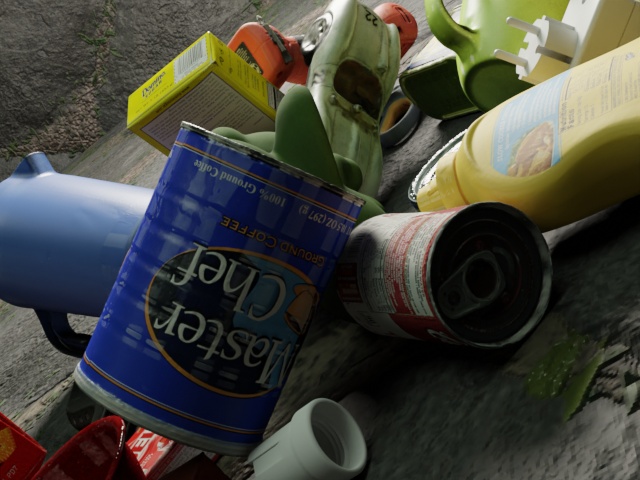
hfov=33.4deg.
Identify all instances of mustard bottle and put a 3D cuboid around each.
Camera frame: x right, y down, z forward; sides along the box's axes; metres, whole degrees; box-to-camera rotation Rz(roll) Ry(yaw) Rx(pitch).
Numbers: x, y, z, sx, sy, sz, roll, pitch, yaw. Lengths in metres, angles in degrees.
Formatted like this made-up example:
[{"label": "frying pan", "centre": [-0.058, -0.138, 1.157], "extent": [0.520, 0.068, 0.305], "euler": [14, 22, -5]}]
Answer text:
[{"label": "mustard bottle", "centre": [0.130, -0.050, 0.530], "extent": [0.192, 0.058, 0.096], "euler": [-23, 33, 34]}]

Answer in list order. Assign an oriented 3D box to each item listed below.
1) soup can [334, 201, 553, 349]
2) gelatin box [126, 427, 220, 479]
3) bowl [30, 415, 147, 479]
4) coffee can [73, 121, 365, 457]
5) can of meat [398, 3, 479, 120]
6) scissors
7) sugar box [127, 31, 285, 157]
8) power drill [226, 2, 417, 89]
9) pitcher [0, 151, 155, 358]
[{"label": "soup can", "centre": [0.058, 0.017, 0.533], "extent": [0.068, 0.068, 0.102], "euler": [-47, 17, -19]}, {"label": "gelatin box", "centre": [-0.088, 0.123, 0.656], "extent": [0.089, 0.030, 0.073], "euler": [-49, 18, -25]}, {"label": "bowl", "centre": [-0.137, 0.175, 0.567], "extent": [0.162, 0.055, 0.162], "euler": [-44, 17, 17]}, {"label": "coffee can", "centre": [-0.051, 0.024, 0.544], "extent": [0.140, 0.102, 0.103], "euler": [-67, 17, 2]}, {"label": "can of meat", "centre": [0.119, -0.144, 0.833], "extent": [0.083, 0.057, 0.102], "euler": [-50, 18, -21]}, {"label": "scissors", "centre": [0.058, -0.120, 0.983], "extent": [0.096, 0.016, 0.201], "euler": [-36, 17, 18]}, {"label": "sugar box", "centre": [-0.058, -0.080, 0.855], "extent": [0.093, 0.176, 0.048], "euler": [-32, 44, 25]}, {"label": "power drill", "centre": [-0.020, -0.134, 0.945], "extent": [0.187, 0.057, 0.185], "euler": [-16, -27, -48]}, {"label": "pitcher", "centre": [-0.189, 0.019, 0.934], "extent": [0.243, 0.149, 0.145], "euler": [7, 60, 46]}]
